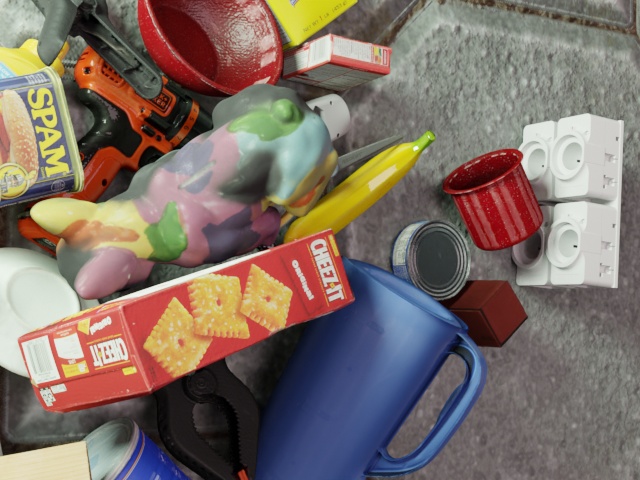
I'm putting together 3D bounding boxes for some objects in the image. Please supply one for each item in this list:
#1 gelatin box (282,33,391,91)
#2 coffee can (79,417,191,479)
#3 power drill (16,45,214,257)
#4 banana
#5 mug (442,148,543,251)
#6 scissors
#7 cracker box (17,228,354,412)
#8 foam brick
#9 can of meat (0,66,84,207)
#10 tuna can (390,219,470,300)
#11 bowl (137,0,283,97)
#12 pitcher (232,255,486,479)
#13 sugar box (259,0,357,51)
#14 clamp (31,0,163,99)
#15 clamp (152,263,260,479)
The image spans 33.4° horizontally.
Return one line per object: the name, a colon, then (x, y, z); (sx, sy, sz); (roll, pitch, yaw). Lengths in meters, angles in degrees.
gelatin box: (0.015, -0.175, 1.051); (0.073, 0.089, 0.030); (6, 82, -33)
coffee can: (-0.152, 0.235, 0.913); (0.140, 0.103, 0.102); (50, 64, -21)
power drill: (-0.167, -0.056, 0.949); (0.184, 0.057, 0.187); (34, 68, -27)
banana: (0.031, -0.046, 1.070); (0.197, 0.070, 0.037); (-40, 78, -21)
mug: (0.193, -0.047, 1.169); (0.081, 0.093, 0.117); (63, 23, -19)
scissors: (-0.006, -0.080, 1.027); (0.201, 0.016, 0.096); (-39, 128, -19)
cracker box: (-0.104, 0.065, 0.846); (0.213, 0.164, 0.072); (-19, 91, -43)
foam brick: (0.171, 0.078, 1.145); (0.051, 0.078, 0.053); (-43, 112, -28)
can of meat: (-0.241, -0.078, 0.832); (0.083, 0.058, 0.102); (-17, 100, -32)
tuna can: (0.117, 0.021, 1.139); (0.085, 0.034, 0.086); (2, 86, -33)
bowl: (-0.111, -0.190, 0.972); (0.161, 0.055, 0.162); (27, 48, -35)
pitcher: (0.029, 0.148, 0.973); (0.144, 0.149, 0.243); (27, 97, -23)
sugar box: (-0.047, -0.284, 1.044); (0.093, 0.048, 0.176); (-41, 110, -28)
clamp: (-0.208, -0.187, 0.879); (0.171, 0.039, 0.120); (52, 19, 23)
clamp: (-0.122, 0.130, 0.946); (0.164, 0.036, 0.210); (-12, 72, -29)
